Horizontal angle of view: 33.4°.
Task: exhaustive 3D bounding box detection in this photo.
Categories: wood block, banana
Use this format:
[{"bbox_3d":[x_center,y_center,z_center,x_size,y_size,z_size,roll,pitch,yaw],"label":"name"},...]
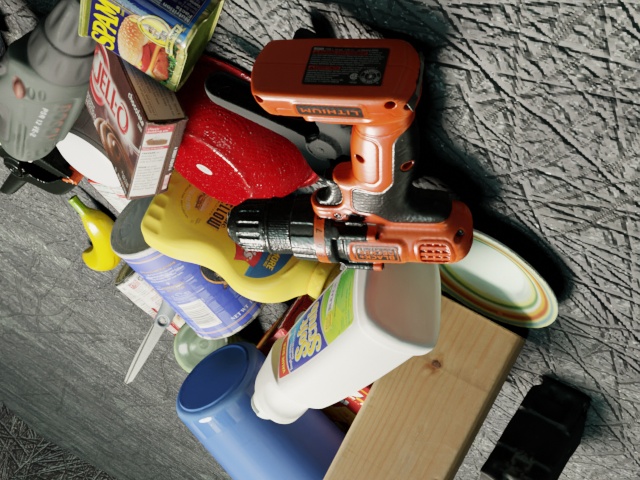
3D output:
[{"bbox_3d":[0.084,0.153,0.895,0.091,0.206,0.090,28,180,15],"label":"wood block"},{"bbox_3d":[-0.274,0.002,1.332,0.070,0.037,0.198,48,159,12],"label":"banana"}]

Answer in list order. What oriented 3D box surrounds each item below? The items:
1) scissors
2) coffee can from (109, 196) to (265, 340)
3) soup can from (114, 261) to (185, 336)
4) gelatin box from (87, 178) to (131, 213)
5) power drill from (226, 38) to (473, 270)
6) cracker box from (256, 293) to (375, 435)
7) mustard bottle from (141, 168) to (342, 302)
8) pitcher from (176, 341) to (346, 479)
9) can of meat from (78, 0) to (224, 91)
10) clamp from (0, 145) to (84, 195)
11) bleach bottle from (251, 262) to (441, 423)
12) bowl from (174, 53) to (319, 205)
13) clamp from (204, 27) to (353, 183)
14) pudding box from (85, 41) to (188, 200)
[{"bbox_3d":[-0.156,0.086,1.201,0.096,0.202,0.016,15,-158,-3],"label":"scissors"},{"bbox_3d":[-0.127,0.018,1.070,0.103,0.102,0.140,9,147,46],"label":"coffee can"},{"bbox_3d":[-0.188,0.059,1.281,0.102,0.068,0.069,42,156,-19],"label":"soup can"},{"bbox_3d":[-0.193,-0.044,1.132,0.073,0.030,0.089,10,148,47],"label":"gelatin box"},{"bbox_3d":[0.008,-0.052,0.731,0.184,0.057,0.187,1,143,13],"label":"power drill"},{"bbox_3d":[0.013,0.144,1.173,0.164,0.072,0.214,35,157,-2],"label":"cracker box"},{"bbox_3d":[-0.056,0.001,0.946,0.192,0.096,0.058,28,157,13],"label":"mustard bottle"},{"bbox_3d":[-0.048,0.221,1.167,0.149,0.144,0.242,-14,125,39],"label":"pitcher"},{"bbox_3d":[-0.121,-0.162,0.764,0.084,0.057,0.102,33,158,-4],"label":"can of meat"},{"bbox_3d":[-0.349,-0.101,1.219,0.210,0.036,0.164,11,148,40],"label":"clamp"},{"bbox_3d":[0.006,0.097,0.895,0.068,0.102,0.251,23,140,-18],"label":"bleach bottle"},{"bbox_3d":[-0.080,-0.078,0.876,0.162,0.055,0.162,29,157,13],"label":"bowl"},{"bbox_3d":[0.008,-0.084,0.767,0.171,0.039,0.120,34,156,-19],"label":"clamp"},{"bbox_3d":[-0.147,-0.103,0.838,0.113,0.039,0.090,60,147,28],"label":"pudding box"}]
